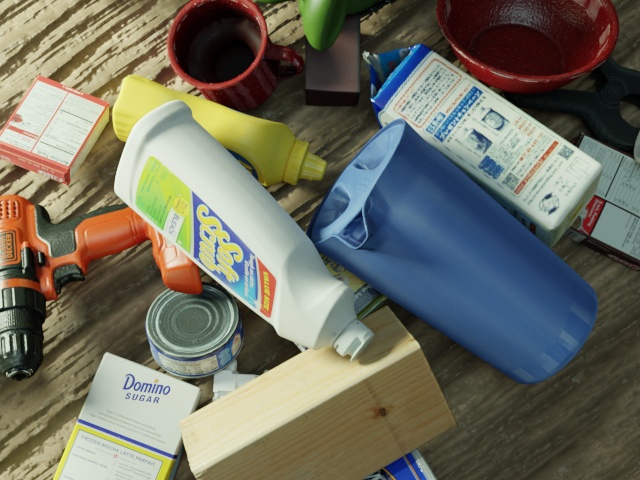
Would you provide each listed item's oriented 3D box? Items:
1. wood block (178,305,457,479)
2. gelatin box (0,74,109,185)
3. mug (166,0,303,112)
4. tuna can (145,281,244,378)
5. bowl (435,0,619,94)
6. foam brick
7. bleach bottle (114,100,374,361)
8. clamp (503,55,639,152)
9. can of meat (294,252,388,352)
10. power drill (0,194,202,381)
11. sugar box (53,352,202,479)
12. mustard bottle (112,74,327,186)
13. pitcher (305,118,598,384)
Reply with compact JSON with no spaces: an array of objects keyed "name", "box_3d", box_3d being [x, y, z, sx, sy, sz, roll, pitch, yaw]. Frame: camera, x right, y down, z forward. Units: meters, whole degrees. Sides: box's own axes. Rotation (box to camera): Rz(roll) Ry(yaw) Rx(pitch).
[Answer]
[{"name":"wood block","box_3d":[-0.004,0.154,0.898,0.206,0.090,0.091,-28,113,-4]},{"name":"gelatin box","box_3d":[-0.246,-0.101,0.983,0.073,0.030,0.089,21,58,2]},{"name":"mug","box_3d":[-0.072,-0.167,0.974,0.117,0.081,0.093,5,78,13]},{"name":"tuna can","box_3d":[-0.112,0.078,0.952,0.086,0.034,0.086,-2,51,2]},{"name":"bowl","box_3d":[0.181,-0.183,0.958,0.162,0.055,0.162,1,55,-2]},{"name":"foam brick","box_3d":[0.011,-0.169,1.001,0.051,0.053,0.078,0,81,-1]},{"name":"bleach bottle","box_3d":[-0.056,0.001,0.876,0.251,0.103,0.068,41,46,11]},{"name":"clamp","box_3d":[0.271,-0.148,1.010,0.171,0.039,0.120,27,87,-3]},{"name":"can of meat","box_3d":[0.002,0.050,0.967,0.102,0.057,0.084,-41,83,-6]},{"name":"power drill","box_3d":[-0.202,0.026,0.940,0.187,0.057,0.184,-11,58,-6]},{"name":"sugar box","box_3d":[-0.177,0.196,0.931,0.093,0.048,0.176,22,76,1]},{"name":"mustard bottle","box_3d":[-0.087,-0.092,0.965,0.191,0.096,0.058,18,79,1]},{"name":"pitcher","box_3d":[0.118,0.011,0.928,0.242,0.145,0.149,37,72,-13]}]
